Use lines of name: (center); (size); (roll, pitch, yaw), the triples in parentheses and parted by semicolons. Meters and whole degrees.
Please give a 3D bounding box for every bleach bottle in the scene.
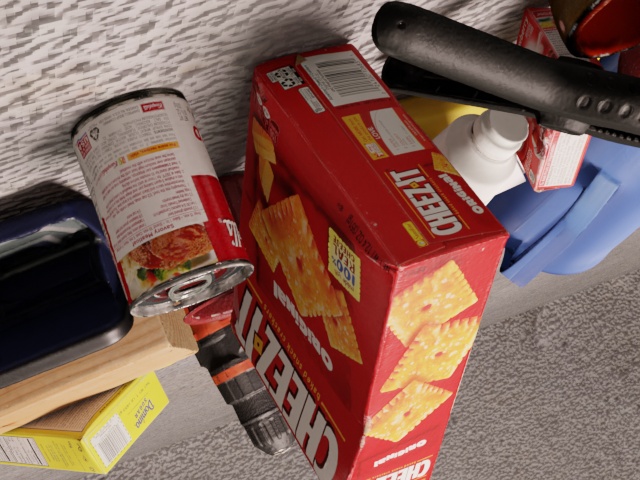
bleach bottle: (0.065, -0.017, 0.735); (0.102, 0.068, 0.251); (-47, 179, -38)

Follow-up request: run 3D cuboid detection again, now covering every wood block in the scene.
wood block: (-0.212, 0.083, 0.824); (0.206, 0.090, 0.091); (-23, 169, 3)

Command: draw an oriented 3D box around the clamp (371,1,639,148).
clamp: (0.123, -0.076, 0.559); (0.210, 0.036, 0.164); (15, -176, -2)

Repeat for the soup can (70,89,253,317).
soup can: (-0.084, -0.019, 0.562); (0.068, 0.102, 0.068); (-21, 168, -5)

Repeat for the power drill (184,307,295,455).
power drill: (-0.044, 0.083, 0.944); (0.057, 0.184, 0.187); (-27, 177, 23)

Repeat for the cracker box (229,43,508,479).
cracker box: (0.013, 0.025, 0.601); (0.072, 0.164, 0.214); (-15, 139, -23)

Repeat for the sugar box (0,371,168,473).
sugar box: (-0.224, 0.148, 0.905); (0.177, 0.048, 0.093); (-6, -152, 37)

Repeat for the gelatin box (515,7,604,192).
gelatin box: (0.140, -0.086, 0.656); (0.030, 0.073, 0.089); (-6, 138, -12)
